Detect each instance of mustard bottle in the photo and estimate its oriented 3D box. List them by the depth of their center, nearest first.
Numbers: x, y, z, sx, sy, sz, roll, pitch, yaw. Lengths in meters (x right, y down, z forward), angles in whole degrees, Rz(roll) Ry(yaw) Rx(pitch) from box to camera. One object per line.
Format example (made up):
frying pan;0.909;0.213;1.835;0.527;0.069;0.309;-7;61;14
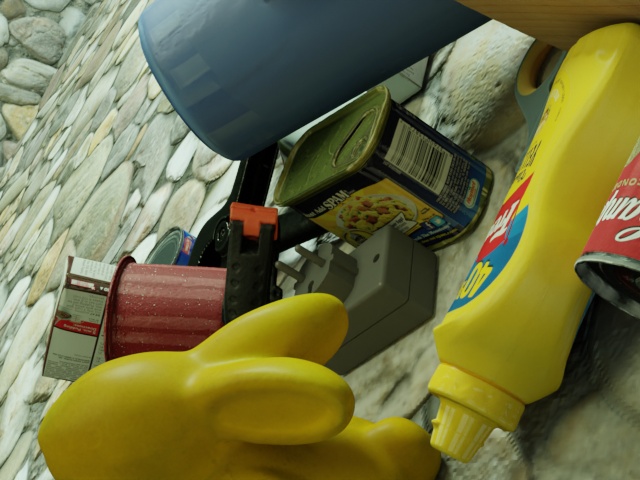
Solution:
mustard bottle;0.097;0.006;0.463;0.191;0.058;0.096;-63;-1;-8

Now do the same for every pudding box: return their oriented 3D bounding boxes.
pudding box;-0.174;0.072;0.873;0.039;0.090;0.114;-92;19;-49

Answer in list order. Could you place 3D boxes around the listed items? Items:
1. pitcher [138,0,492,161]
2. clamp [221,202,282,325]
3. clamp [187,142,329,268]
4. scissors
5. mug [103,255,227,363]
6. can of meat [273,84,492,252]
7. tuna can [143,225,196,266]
pitcher;0.014;-0.154;0.612;0.243;0.149;0.145;-32;23;11
clamp;-0.043;0.051;0.652;0.171;0.039;0.120;89;180;-54
clamp;-0.055;0.001;0.807;0.210;0.036;0.165;-59;33;23
scissors;0.110;-0.049;0.575;0.202;0.016;0.096;-59;21;-1
mug;-0.095;0.053;0.744;0.117;0.081;0.093;-76;-13;-65
can of meat;0.036;-0.033;0.618;0.102;0.083;0.057;-25;39;53
tuna can;-0.135;0.032;0.957;0.086;0.033;0.086;-46;25;29
